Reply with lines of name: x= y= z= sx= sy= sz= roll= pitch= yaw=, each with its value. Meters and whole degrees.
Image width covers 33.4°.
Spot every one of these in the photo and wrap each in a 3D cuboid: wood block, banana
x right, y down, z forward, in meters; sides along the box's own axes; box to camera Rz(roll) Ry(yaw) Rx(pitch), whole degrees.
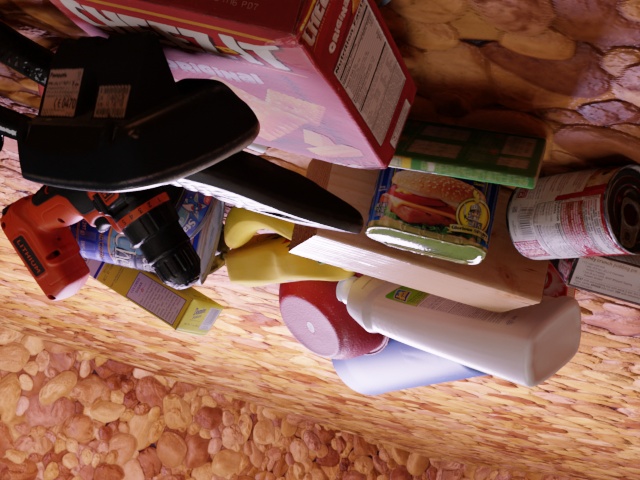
wood block: x=0.089 y=-0.010 z=0.930 sx=0.206 sy=0.090 sz=0.091 roll=16 pitch=165 yaw=-13
banana: x=-0.057 y=-0.016 z=1.087 sx=0.037 sy=0.069 sz=0.198 roll=-12 pitch=-169 yaw=-29

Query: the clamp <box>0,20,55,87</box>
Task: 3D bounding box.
clamp: x=-0.171 y=-0.109 z=0.774 sx=0.210 sy=0.036 sz=0.164 roll=30 pitch=180 yaw=4

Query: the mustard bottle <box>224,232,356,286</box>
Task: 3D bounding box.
mustard bottle: x=-0.012 y=0.016 z=1.144 sx=0.096 sy=0.058 sz=0.192 roll=-15 pitch=-174 yaw=-40

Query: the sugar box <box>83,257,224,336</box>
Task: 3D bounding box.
sugar box: x=-0.200 y=0.043 z=1.179 sx=0.176 sy=0.048 sz=0.093 roll=32 pitch=180 yaw=18

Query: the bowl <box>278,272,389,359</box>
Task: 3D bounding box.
bowl: x=0.003 y=0.085 z=1.257 sx=0.162 sy=0.055 sz=0.162 roll=31 pitch=143 yaw=26

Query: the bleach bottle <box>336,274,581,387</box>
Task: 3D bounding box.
bleach bottle: x=0.124 y=0.072 z=1.064 sx=0.251 sy=0.068 sz=0.102 roll=15 pitch=-150 yaw=40

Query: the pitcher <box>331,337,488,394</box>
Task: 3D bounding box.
pitcher: x=0.134 y=0.120 z=1.309 sx=0.149 sy=0.145 sz=0.243 roll=-29 pitch=-173 yaw=-32

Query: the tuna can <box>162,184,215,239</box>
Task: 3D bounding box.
tuna can: x=-0.131 y=-0.043 z=1.007 sx=0.033 sy=0.086 sz=0.086 roll=24 pitch=162 yaw=-30

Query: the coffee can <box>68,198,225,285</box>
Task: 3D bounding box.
coffee can: x=-0.178 y=-0.019 z=1.106 sx=0.140 sy=0.103 sz=0.103 roll=13 pitch=165 yaw=2

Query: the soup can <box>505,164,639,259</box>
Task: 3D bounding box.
soup can: x=0.204 y=-0.020 z=0.833 sx=0.068 sy=0.068 sz=0.102 roll=23 pitch=163 yaw=-33

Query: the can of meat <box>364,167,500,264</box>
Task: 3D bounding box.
can of meat: x=0.091 y=-0.034 z=0.848 sx=0.102 sy=0.084 sz=0.057 roll=14 pitch=166 yaw=0

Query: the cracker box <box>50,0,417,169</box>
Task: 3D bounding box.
cracker box: x=-0.047 y=-0.118 z=0.638 sx=0.164 sy=0.072 sz=0.213 roll=15 pitch=171 yaw=20

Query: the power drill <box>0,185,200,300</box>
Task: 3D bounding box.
power drill: x=-0.207 y=-0.012 z=0.990 sx=0.188 sy=0.184 sz=0.057 roll=-31 pitch=-179 yaw=41
